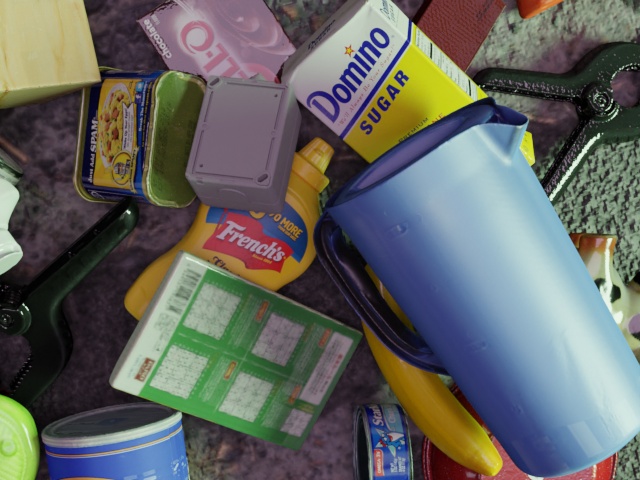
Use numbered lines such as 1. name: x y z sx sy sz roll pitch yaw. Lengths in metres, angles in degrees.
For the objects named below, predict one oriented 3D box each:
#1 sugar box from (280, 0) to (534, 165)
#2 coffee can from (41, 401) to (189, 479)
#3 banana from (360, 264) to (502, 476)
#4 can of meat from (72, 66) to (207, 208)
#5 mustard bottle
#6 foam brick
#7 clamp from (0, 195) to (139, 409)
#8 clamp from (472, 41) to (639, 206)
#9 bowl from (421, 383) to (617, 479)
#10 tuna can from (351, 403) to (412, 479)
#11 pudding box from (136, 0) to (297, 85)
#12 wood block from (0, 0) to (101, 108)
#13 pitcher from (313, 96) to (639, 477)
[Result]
1. sugar box: 0.065 -0.095 0.784 0.176 0.048 0.093 38 120 -21
2. coffee can: -0.145 0.200 0.791 0.102 0.103 0.140 -8 94 -4
3. banana: 0.073 0.093 0.817 0.037 0.070 0.198 -19 81 -34
4. can of meat: -0.130 -0.075 0.779 0.057 0.084 0.102 4 93 -48
5. mustard bottle: -0.055 0.001 0.810 0.096 0.058 0.191 39 89 -7
6. foam brick: 0.096 -0.159 0.818 0.053 0.051 0.078 33 90 -7
7. clamp: -0.214 0.045 0.771 0.164 0.036 0.210 3 118 -5
8. clamp: 0.212 -0.096 0.837 0.171 0.039 0.120 -16 98 -3
9. bowl: 0.164 0.175 0.839 0.162 0.055 0.162 0 93 -4
10. tuna can: 0.046 0.167 0.813 0.033 0.086 0.086 -2 93 -6
11. pudding box: -0.071 -0.142 0.811 0.090 0.039 0.113 -34 96 -3
12. wood block: -0.236 -0.201 0.753 0.090 0.091 0.206 -15 95 -43
13. pitcher: 0.112 0.039 0.728 0.145 0.149 0.243 -34 98 -9
